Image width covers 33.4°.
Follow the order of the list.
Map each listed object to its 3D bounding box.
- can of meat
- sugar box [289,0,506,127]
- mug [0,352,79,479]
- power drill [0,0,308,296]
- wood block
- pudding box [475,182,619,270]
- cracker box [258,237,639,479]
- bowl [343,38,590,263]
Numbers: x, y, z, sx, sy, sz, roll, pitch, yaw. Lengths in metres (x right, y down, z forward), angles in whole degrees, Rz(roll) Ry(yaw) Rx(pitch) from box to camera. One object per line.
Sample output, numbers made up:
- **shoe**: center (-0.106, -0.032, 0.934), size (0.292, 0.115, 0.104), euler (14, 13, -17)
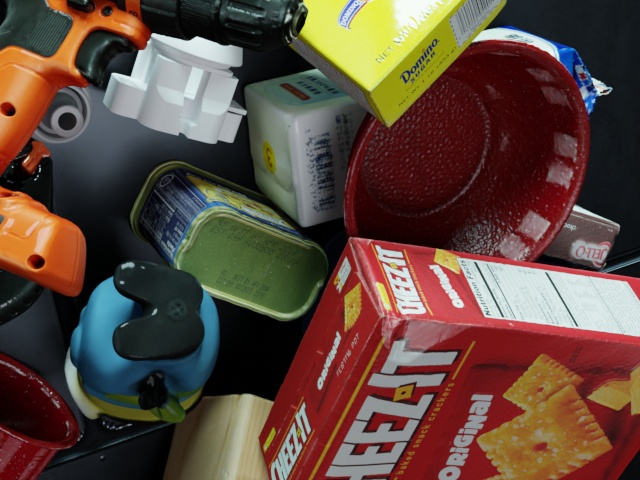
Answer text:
- **can of meat**: center (-0.054, 0.001, 0.651), size (0.102, 0.084, 0.057), euler (22, 100, -32)
- **sugar box**: center (0.004, -0.148, 0.564), size (0.093, 0.176, 0.048), euler (-46, 154, -3)
- **mug**: center (-0.213, 0.113, 0.626), size (0.117, 0.093, 0.081), euler (38, 97, -3)
- **power drill**: center (-0.117, -0.072, 0.524), size (0.057, 0.184, 0.187), euler (55, 56, -69)
- **wood block**: center (-0.055, 0.211, 0.682), size (0.090, 0.090, 0.206), euler (24, 69, -31)
- **pudding box**: center (0.134, -0.020, 0.733), size (0.113, 0.090, 0.039), euler (16, 101, -30)
- **cracker box**: center (0.092, 0.093, 0.627), size (0.213, 0.072, 0.164), euler (8, 125, -23)
- **bowl**: center (0.075, -0.044, 0.619), size (0.161, 0.055, 0.162), euler (-12, 119, -22)
